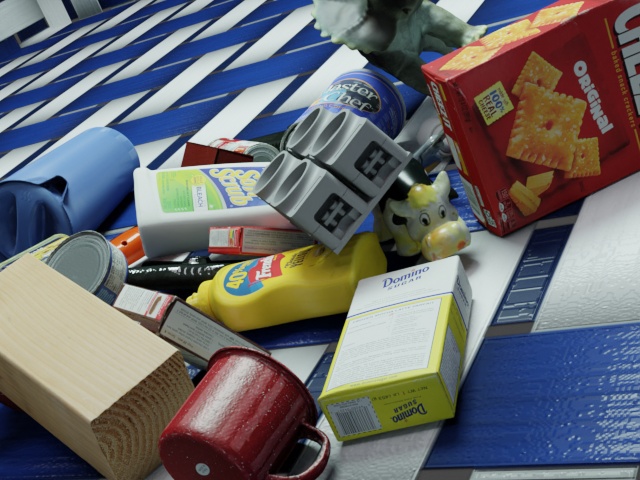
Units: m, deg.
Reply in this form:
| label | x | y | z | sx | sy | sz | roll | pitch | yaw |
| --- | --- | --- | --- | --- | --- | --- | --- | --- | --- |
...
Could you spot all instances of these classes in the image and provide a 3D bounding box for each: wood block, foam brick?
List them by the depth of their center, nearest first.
| label | x | y | z | sx | sy | sz | roll | pitch | yaw |
| --- | --- | --- | --- | --- | --- | --- | --- | --- | --- |
| wood block | -0.202 | 0.103 | 0.875 | 0.206 | 0.090 | 0.090 | 26 | 54 | 37 |
| foam brick | -0.124 | -0.084 | 1.255 | 0.052 | 0.051 | 0.078 | 10 | 4 | -36 |

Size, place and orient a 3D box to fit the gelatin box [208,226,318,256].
| label | x | y | z | sx | sy | sz | roll | pitch | yaw |
| --- | --- | --- | --- | --- | --- | --- | --- | --- | --- |
| gelatin box | -0.057 | 0.001 | 1.067 | 0.089 | 0.030 | 0.073 | 3 | -1 | -30 |

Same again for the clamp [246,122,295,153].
| label | x | y | z | sx | sy | sz | roll | pitch | yaw |
| --- | --- | --- | --- | --- | --- | --- | --- | --- | --- |
| clamp | -0.033 | -0.132 | 1.375 | 0.164 | 0.036 | 0.210 | -22 | 12 | 9 |

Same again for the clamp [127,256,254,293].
| label | x | y | z | sx | sy | sz | roll | pitch | yaw |
| --- | --- | --- | --- | --- | --- | --- | --- | --- | --- |
| clamp | -0.132 | 0.035 | 1.064 | 0.172 | 0.039 | 0.120 | -4 | 8 | 22 |

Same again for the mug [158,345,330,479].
| label | x | y | z | sx | sy | sz | roll | pitch | yaw |
| --- | --- | --- | --- | --- | --- | --- | --- | --- | --- |
| mug | -0.050 | 0.140 | 0.751 | 0.117 | 0.093 | 0.081 | 20 | 45 | 19 |

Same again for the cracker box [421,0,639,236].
| label | x | y | z | sx | sy | sz | roll | pitch | yaw |
| --- | --- | --- | --- | --- | --- | --- | --- | --- | --- |
| cracker box | 0.219 | -0.123 | 0.959 | 0.213 | 0.164 | 0.072 | -26 | 25 | -5 |

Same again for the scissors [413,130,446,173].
| label | x | y | z | sx | sy | sz | roll | pitch | yaw |
| --- | --- | --- | --- | --- | --- | --- | --- | --- | --- |
| scissors | 0.121 | -0.097 | 1.079 | 0.096 | 0.016 | 0.202 | -26 | -12 | -46 |

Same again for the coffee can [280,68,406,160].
| label | x | y | z | sx | sy | sz | roll | pitch | yaw |
| --- | --- | --- | --- | --- | --- | --- | --- | --- | --- |
| coffee can | 0.028 | -0.124 | 1.232 | 0.103 | 0.103 | 0.140 | -9 | 26 | 31 |

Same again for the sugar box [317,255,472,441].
| label | x | y | z | sx | sy | sz | roll | pitch | yaw |
| --- | --- | --- | --- | --- | --- | --- | --- | --- | --- |
| sugar box | 0.063 | 0.079 | 0.819 | 0.093 | 0.048 | 0.176 | -15 | 20 | 20 |

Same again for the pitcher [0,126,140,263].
| label | x | y | z | sx | sy | sz | roll | pitch | yaw |
| --- | --- | --- | --- | --- | --- | --- | --- | --- | --- |
| pitcher | -0.344 | -0.058 | 1.440 | 0.149 | 0.145 | 0.242 | -2 | 25 | 18 |

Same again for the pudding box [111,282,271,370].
| label | x | y | z | sx | sy | sz | roll | pitch | yaw |
| --- | --- | --- | --- | --- | --- | --- | --- | --- | --- |
| pudding box | -0.110 | 0.080 | 0.900 | 0.090 | 0.113 | 0.039 | 7 | 69 | 51 |

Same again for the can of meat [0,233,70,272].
| label | x | y | z | sx | sy | sz | roll | pitch | yaw |
| --- | --- | --- | --- | --- | --- | --- | --- | --- | --- |
| can of meat | -0.270 | 0.033 | 1.093 | 0.101 | 0.057 | 0.084 | -32 | 18 | -36 |

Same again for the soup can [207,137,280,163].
| label | x | y | z | sx | sy | sz | roll | pitch | yaw |
| --- | --- | --- | --- | --- | --- | --- | --- | --- | --- |
| soup can | -0.098 | -0.091 | 1.328 | 0.068 | 0.068 | 0.102 | -34 | 25 | -24 |

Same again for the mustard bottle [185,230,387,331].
| label | x | y | z | sx | sy | sz | roll | pitch | yaw |
| --- | --- | --- | --- | --- | --- | --- | --- | --- | --- |
| mustard bottle | -0.039 | 0.044 | 0.980 | 0.192 | 0.058 | 0.096 | -13 | 23 | 24 |

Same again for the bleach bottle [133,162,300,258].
| label | x | y | z | sx | sy | sz | roll | pitch | yaw |
| --- | --- | --- | --- | --- | --- | --- | --- | --- | --- |
| bleach bottle | -0.070 | -0.047 | 1.149 | 0.250 | 0.068 | 0.102 | -9 | 48 | -4 |

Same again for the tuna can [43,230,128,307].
| label | x | y | z | sx | sy | sz | roll | pitch | yaw |
| --- | --- | --- | --- | --- | --- | --- | --- | --- | --- |
| tuna can | -0.225 | 0.036 | 1.016 | 0.086 | 0.033 | 0.086 | -16 | 54 | 23 |
